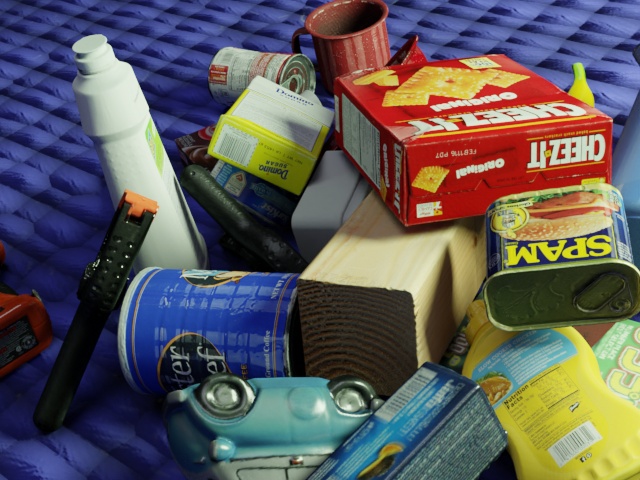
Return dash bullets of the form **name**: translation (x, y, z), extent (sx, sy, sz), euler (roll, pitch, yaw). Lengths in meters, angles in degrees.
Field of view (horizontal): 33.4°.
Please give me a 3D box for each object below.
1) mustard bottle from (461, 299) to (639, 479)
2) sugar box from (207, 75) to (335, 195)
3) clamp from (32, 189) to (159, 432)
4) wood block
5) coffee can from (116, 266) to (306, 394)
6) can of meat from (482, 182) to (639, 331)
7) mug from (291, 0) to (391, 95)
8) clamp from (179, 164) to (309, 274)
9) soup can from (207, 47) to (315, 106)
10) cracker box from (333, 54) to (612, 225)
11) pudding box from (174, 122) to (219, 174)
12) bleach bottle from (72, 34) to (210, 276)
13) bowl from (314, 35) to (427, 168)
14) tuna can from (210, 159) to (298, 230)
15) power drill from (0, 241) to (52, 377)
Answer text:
- **mustard bottle**: translation (0.152, 0.108, 0.740), extent (0.096, 0.058, 0.192), euler (-37, 44, 6)
- **sugar box**: translation (-0.042, -0.102, 1.007), extent (0.093, 0.048, 0.176), euler (26, 18, -2)
- **clamp**: translation (-0.179, 0.047, 0.858), extent (0.036, 0.210, 0.164), euler (22, 45, -13)
- **wood block**: translation (0.065, 0.025, 0.829), extent (0.090, 0.091, 0.205), euler (5, 28, 23)
- **coffee can**: translation (-0.073, 0.074, 0.837), extent (0.140, 0.103, 0.102), euler (1, 40, 19)
- **can of meat**: translation (0.163, 0.010, 0.729), extent (0.102, 0.057, 0.084), euler (-7, 41, 14)
- **mug**: translation (0.024, -0.212, 1.185), extent (0.117, 0.081, 0.093), euler (1, 40, 19)
- **clamp**: translation (-0.056, 0.001, 0.919), extent (0.172, 0.120, 0.039), euler (33, 78, 40)
- **soup can**: translation (-0.066, -0.177, 1.182), extent (0.102, 0.068, 0.068), euler (13, 45, 31)
- **cracker box**: translation (0.113, -0.090, 0.863), extent (0.164, 0.072, 0.214), euler (-9, 23, -10)
- **pudding box**: translation (-0.088, -0.085, 1.095), extent (0.090, 0.039, 0.114), euler (-25, 39, -15)
- **bleach bottle**: translation (-0.158, -0.062, 0.915), extent (0.068, 0.251, 0.102), euler (-15, 37, -2)
- **bowl**: translation (0.063, -0.119, 1.037), extent (0.055, 0.162, 0.162), euler (37, 47, -7)
- **tuna can**: translation (-0.063, -0.046, 0.997), extent (0.086, 0.086, 0.034), euler (33, 92, 44)
- **power drill**: translation (-0.344, 0.069, 0.969), extent (0.184, 0.057, 0.188), euler (-35, 42, -25)
